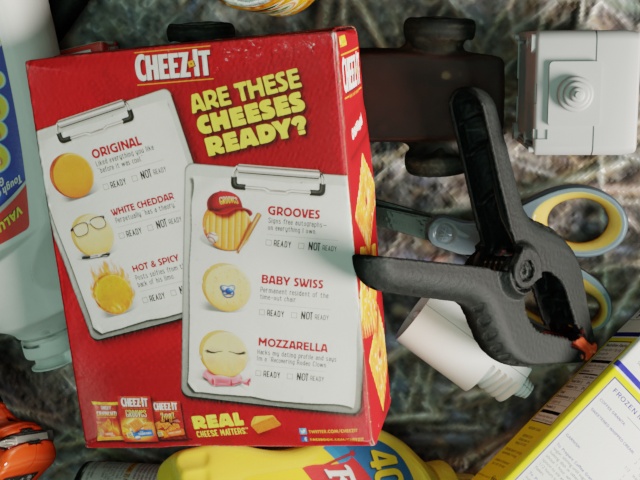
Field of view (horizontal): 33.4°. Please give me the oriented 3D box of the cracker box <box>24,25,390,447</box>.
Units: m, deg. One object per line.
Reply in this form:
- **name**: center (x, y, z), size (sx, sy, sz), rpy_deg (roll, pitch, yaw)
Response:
- **cracker box**: center (-0.054, 0.001, 0.572), size (0.164, 0.072, 0.214), rpy_deg (-3, 103, 13)

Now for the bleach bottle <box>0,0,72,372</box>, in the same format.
- **bleach bottle**: center (-0.176, -0.049, 0.596), size (0.103, 0.068, 0.251), rpy_deg (-12, 102, 12)

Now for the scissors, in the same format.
- **scissors**: center (0.088, -0.018, 0.617), size (0.202, 0.016, 0.096), rpy_deg (31, 104, 0)

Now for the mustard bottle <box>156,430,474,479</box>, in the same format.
- **mustard bottle**: center (0.008, 0.156, 0.609), size (0.191, 0.058, 0.096), rpy_deg (-3, 67, -26)

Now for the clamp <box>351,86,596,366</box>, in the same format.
- **clamp**: center (0.087, 0.019, 0.560), size (0.120, 0.039, 0.171), rpy_deg (-47, 116, -19)
